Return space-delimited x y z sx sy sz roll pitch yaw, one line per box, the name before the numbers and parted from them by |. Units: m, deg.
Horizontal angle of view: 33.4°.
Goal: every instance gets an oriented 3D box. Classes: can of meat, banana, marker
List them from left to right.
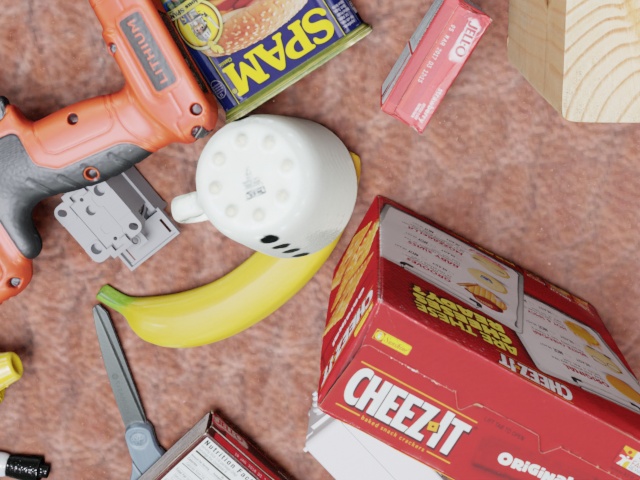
marker | -0.248 0.151 0.739 0.121 0.020 0.020 9 106 1
banana | -0.048 0.018 0.679 0.198 0.037 0.069 -29 103 11
can of meat | -0.034 -0.131 0.625 0.102 0.057 0.084 -31 100 12

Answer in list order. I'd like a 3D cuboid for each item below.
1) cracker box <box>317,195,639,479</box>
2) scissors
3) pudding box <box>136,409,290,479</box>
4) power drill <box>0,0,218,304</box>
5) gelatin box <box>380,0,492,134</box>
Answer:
cracker box | 0.086 0.062 0.591 0.164 0.213 0.072 28 106 -5
scissors | -0.104 0.140 0.728 0.096 0.016 0.202 1 107 1
pudding box | -0.079 0.182 0.711 0.113 0.039 0.090 -44 100 11
power drill | -0.166 -0.078 0.590 0.188 0.057 0.184 -29 100 6
gelatin box | 0.065 -0.105 0.608 0.030 0.089 0.073 30 105 -5
